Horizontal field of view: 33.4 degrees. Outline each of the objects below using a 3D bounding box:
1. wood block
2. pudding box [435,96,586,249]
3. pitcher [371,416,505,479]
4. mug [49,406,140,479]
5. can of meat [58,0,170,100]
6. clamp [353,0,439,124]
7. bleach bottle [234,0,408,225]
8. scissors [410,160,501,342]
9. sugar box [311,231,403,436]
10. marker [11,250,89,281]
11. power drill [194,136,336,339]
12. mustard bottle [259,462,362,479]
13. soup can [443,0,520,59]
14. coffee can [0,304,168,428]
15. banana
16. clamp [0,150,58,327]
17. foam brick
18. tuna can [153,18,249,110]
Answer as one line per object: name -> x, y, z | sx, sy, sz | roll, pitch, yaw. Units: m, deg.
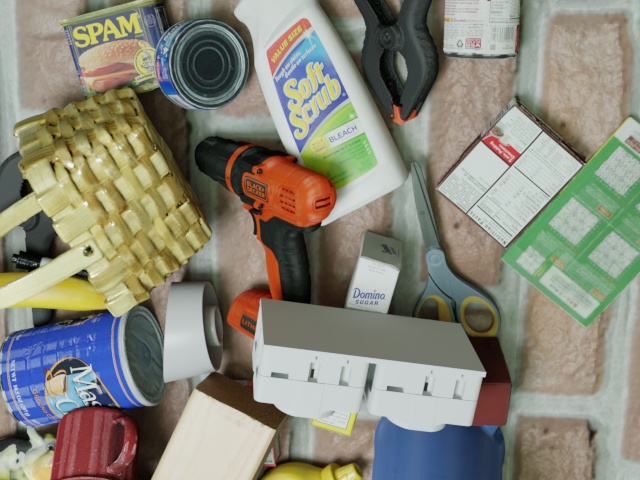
wood block -> -0.119, 0.246, 1.051 | 0.090, 0.090, 0.206 | 26, 98, 4
pudding box -> 0.177, -0.062, 0.995 | 0.090, 0.039, 0.114 | 41, 109, -2
pitcher -> 0.096, 0.257, 0.982 | 0.145, 0.242, 0.149 | 4, 111, 8
mug -> -0.214, 0.210, 1.040 | 0.093, 0.081, 0.117 | 23, 136, -28
can of meat -> -0.189, -0.183, 1.025 | 0.102, 0.057, 0.084 | -11, 104, 13
clamp -> 0.061, -0.195, 0.976 | 0.120, 0.039, 0.171 | 21, 120, 40
bleach bottle -> -0.016, -0.146, 0.998 | 0.103, 0.068, 0.251 | -27, 95, 14
scissors -> 0.130, 0.023, 1.028 | 0.096, 0.016, 0.202 | 3, 110, 5
sugar box -> 0.037, 0.088, 1.029 | 0.048, 0.093, 0.176 | 18, 107, 0
marker -> -0.254, 0.032, 1.088 | 0.121, 0.020, 0.020 | 15, 107, -15
power drill -> -0.057, 0.001, 1.018 | 0.185, 0.057, 0.188 | 26, 127, 46
mustard bottle -> -0.037, 0.286, 1.110 | 0.192, 0.058, 0.096 | -35, 93, 17
soup can -> 0.144, -0.215, 0.947 | 0.068, 0.068, 0.102 | 3, 105, 10
coffee can -> -0.239, 0.129, 1.087 | 0.140, 0.102, 0.103 | -12, 101, 14
banana -> -0.308, 0.056, 1.077 | 0.198, 0.069, 0.037 | -7, 67, 13
clamp -> -0.296, -0.018, 1.095 | 0.164, 0.036, 0.210 | 42, 104, -12
foam brick -> 0.148, 0.134, 1.018 | 0.053, 0.078, 0.051 | 1, 120, -2
tuna can -> -0.111, -0.165, 1.000 | 0.085, 0.034, 0.086 | -5, 100, -32
